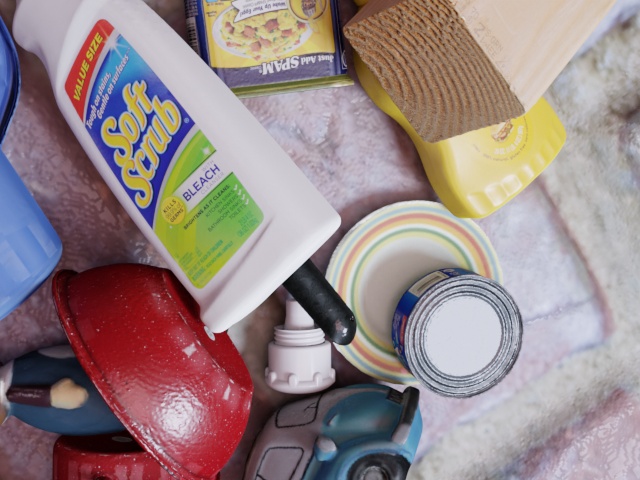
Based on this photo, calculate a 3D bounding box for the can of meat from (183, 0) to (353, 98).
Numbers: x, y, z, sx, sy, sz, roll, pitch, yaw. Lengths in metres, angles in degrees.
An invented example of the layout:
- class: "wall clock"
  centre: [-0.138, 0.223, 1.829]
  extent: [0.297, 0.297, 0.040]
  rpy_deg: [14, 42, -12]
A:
- class: "can of meat"
  centre: [-0.035, -0.134, 0.673]
  extent: [0.102, 0.057, 0.084]
  rpy_deg: [-9, 100, -11]

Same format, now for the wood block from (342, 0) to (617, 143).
- class: "wood block"
  centre: [0.121, -0.162, 0.644]
  extent: [0.090, 0.091, 0.205]
  rpy_deg: [51, 60, -17]

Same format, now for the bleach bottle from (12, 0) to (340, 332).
- class: "bleach bottle"
  centre: [-0.105, -0.071, 0.633]
  extent: [0.251, 0.068, 0.103]
  rpy_deg: [48, 114, 5]

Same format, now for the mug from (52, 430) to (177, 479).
- class: "mug"
  centre: [-0.132, 0.168, 0.677]
  extent: [0.093, 0.117, 0.081]
  rpy_deg: [2, 95, 3]

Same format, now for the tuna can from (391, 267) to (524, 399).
- class: "tuna can"
  centre: [0.092, 0.062, 0.727]
  extent: [0.086, 0.034, 0.086]
  rpy_deg: [-2, 100, -14]

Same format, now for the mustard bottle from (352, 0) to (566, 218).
- class: "mustard bottle"
  centre: [0.077, -0.114, 0.700]
  extent: [0.096, 0.058, 0.191]
  rpy_deg: [-41, 106, -14]

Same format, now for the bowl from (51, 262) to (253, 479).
- class: "bowl"
  centre: [-0.089, 0.069, 0.639]
  extent: [0.055, 0.162, 0.162]
  rpy_deg: [-36, 106, 3]

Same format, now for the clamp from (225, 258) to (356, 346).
- class: "clamp"
  centre: [-0.055, 0.001, 0.691]
  extent: [0.120, 0.039, 0.171]
  rpy_deg: [-20, 89, 24]
